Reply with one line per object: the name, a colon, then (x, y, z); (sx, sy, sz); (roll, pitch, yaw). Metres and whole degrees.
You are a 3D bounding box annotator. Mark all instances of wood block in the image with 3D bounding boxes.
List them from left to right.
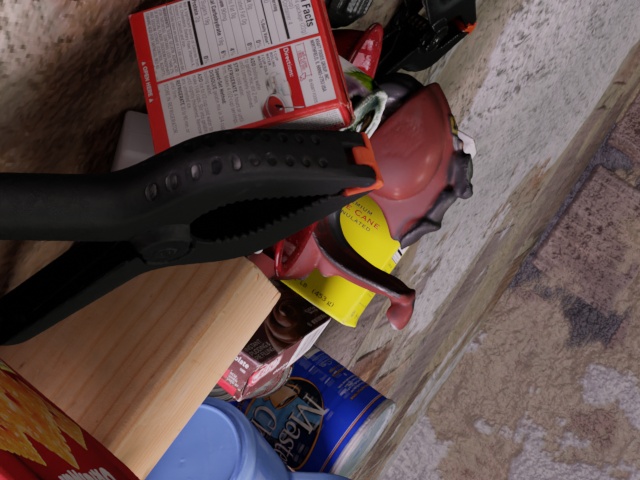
wood block: (-0.123, 0.080, 0.596); (0.206, 0.090, 0.091); (-53, 166, -7)

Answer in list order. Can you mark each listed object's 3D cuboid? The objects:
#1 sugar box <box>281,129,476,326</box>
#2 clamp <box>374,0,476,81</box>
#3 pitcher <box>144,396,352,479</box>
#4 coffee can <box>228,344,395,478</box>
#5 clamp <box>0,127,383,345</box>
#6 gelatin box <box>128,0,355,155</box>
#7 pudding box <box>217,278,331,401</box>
sugar box: (0.036, -0.029, 0.843); (0.176, 0.093, 0.048); (-56, 165, 0)
clamp: (0.074, -0.162, 0.773); (0.171, 0.039, 0.120); (-36, 166, -49)
pitcher: (-0.054, 0.218, 0.823); (0.149, 0.145, 0.242); (-51, 145, -21)
coffee can: (-0.019, 0.146, 0.956); (0.102, 0.140, 0.103); (-49, 164, -20)
clamp: (-0.077, -0.005, 0.480); (0.210, 0.036, 0.165); (-13, 159, -10)
gelatin box: (-0.036, -0.077, 0.482); (0.089, 0.073, 0.030); (-16, 163, 6)
pudding box: (-0.057, 0.056, 0.745); (0.039, 0.090, 0.113); (-60, 165, 23)
